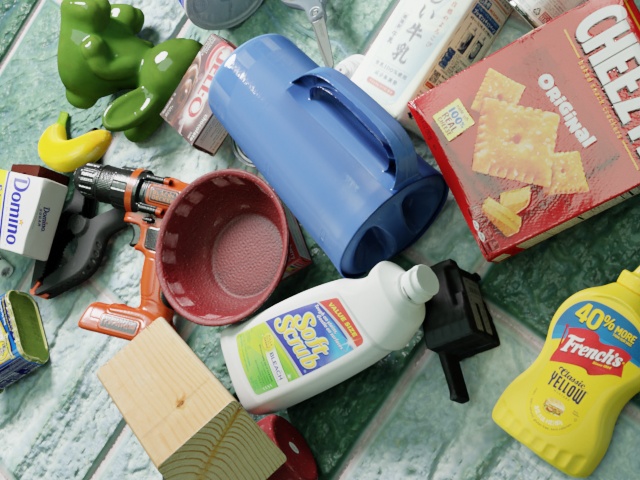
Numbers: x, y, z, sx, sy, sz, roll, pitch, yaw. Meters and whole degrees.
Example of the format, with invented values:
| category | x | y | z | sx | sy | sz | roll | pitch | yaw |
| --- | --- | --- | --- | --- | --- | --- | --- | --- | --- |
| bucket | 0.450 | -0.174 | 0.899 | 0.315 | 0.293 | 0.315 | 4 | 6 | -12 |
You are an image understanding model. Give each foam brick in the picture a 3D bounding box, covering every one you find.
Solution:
| category | x | y | z | sx | sy | sz | roll | pitch | yaw |
| --- | --- | --- | --- | --- | --- | --- | --- | --- | --- |
| foam brick | -0.351 | -0.049 | 1.308 | 0.053 | 0.051 | 0.078 | 4 | 80 | 33 |

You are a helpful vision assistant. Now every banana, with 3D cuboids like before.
| category | x | y | z | sx | sy | sz | roll | pitch | yaw |
| --- | --- | --- | --- | --- | --- | --- | --- | --- | --- |
| banana | -0.298 | -0.112 | 1.259 | 0.198 | 0.037 | 0.069 | 26 | 95 | 57 |

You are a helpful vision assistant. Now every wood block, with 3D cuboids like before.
| category | x | y | z | sx | sy | sz | roll | pitch | yaw |
| --- | --- | --- | --- | --- | --- | --- | --- | --- | --- |
| wood block | -0.129 | 0.164 | 1.012 | 0.090 | 0.090 | 0.206 | -41 | 30 | -8 |

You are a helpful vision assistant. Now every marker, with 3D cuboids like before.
| category | x | y | z | sx | sy | sz | roll | pitch | yaw |
| --- | --- | --- | --- | --- | --- | --- | --- | --- | --- |
| marker | -0.430 | 0.009 | 1.360 | 0.121 | 0.020 | 0.020 | 37 | 97 | 33 |

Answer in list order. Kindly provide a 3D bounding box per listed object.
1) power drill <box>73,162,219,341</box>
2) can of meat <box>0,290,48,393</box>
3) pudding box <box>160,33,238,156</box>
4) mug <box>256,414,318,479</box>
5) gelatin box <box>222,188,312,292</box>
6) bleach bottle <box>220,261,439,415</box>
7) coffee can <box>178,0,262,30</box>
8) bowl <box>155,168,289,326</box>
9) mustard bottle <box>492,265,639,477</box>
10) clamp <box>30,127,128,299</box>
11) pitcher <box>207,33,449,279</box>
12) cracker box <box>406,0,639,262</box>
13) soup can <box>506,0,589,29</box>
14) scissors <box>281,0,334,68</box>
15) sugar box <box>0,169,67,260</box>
| category | x | y | z | sx | sy | sz | roll | pitch | yaw |
| --- | --- | --- | --- | --- | --- | --- | --- | --- | --- |
| power drill | -0.206 | 0.014 | 1.175 | 0.184 | 0.057 | 0.187 | 14 | 88 | 15 |
| can of meat | -0.379 | 0.120 | 1.277 | 0.084 | 0.057 | 0.102 | -31 | 64 | 18 |
| pudding box | -0.118 | -0.161 | 1.171 | 0.113 | 0.039 | 0.090 | -58 | 40 | 10 |
| mug | -0.052 | 0.231 | 1.028 | 0.081 | 0.093 | 0.117 | -35 | 54 | 13 |
| gelatin box | -0.057 | 0.001 | 1.127 | 0.073 | 0.030 | 0.089 | -31 | 63 | 21 |
| bleach bottle | 0.010 | 0.079 | 0.999 | 0.251 | 0.067 | 0.102 | -34 | 68 | 40 |
| coffee can | -0.135 | -0.324 | 1.218 | 0.103 | 0.102 | 0.140 | -42 | 60 | 16 |
| bowl | -0.089 | 0.011 | 1.092 | 0.162 | 0.055 | 0.162 | -7 | 76 | 29 |
| mustard bottle | 0.235 | 0.099 | 0.906 | 0.096 | 0.058 | 0.192 | 35 | 96 | 32 |
| clamp | -0.280 | -0.025 | 1.267 | 0.210 | 0.036 | 0.165 | -49 | 56 | 7 |
| pitcher | 0.002 | -0.095 | 1.028 | 0.149 | 0.144 | 0.243 | -49 | 67 | 16 |
| cracker box | 0.208 | -0.098 | 0.939 | 0.214 | 0.072 | 0.164 | -28 | 80 | 19 |
| soup can | 0.229 | -0.241 | 0.994 | 0.102 | 0.068 | 0.068 | -44 | 59 | 15 |
| scissors | 0.010 | -0.253 | 1.130 | 0.096 | 0.016 | 0.202 | -39 | 42 | 6 |
| sugar box | -0.385 | -0.038 | 1.267 | 0.176 | 0.048 | 0.093 | 11 | 84 | 35 |
